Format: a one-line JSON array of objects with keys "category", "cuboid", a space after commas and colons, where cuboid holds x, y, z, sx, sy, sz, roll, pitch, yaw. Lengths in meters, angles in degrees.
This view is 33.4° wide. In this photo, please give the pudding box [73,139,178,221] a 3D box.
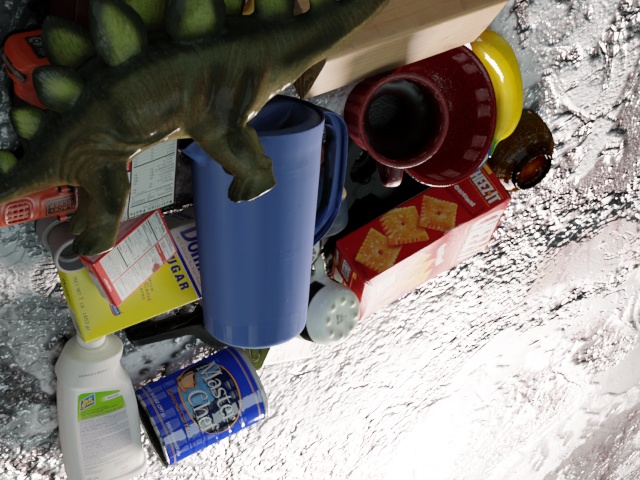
[{"category": "pudding box", "cuboid": [-0.175, -0.070, 0.962, 0.089, 0.039, 0.114, -23, 144, -31]}]

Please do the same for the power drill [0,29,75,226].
[{"category": "power drill", "cuboid": [-0.216, -0.102, 0.967, 0.184, 0.057, 0.188, -17, 138, -32]}]

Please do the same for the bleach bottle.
[{"category": "bleach bottle", "cuboid": [-0.253, 0.186, 1.236, 0.102, 0.068, 0.251, -18, 136, -27]}]

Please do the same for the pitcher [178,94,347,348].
[{"category": "pitcher", "cuboid": [-0.056, -0.021, 1.073, 0.149, 0.145, 0.243, 5, 116, 7]}]

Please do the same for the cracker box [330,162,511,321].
[{"category": "cracker box", "cuboid": [0.119, 0.006, 1.320, 0.213, 0.072, 0.164, -28, 162, -14]}]

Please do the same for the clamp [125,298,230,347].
[{"category": "clamp", "cuboid": [-0.130, 0.077, 1.239, 0.171, 0.039, 0.120, 5, 130, -35]}]

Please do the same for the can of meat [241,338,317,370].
[{"category": "can of meat", "cuboid": [-0.045, 0.109, 1.339, 0.083, 0.057, 0.102, -6, 132, -40]}]

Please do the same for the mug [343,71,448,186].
[{"category": "mug", "cuboid": [0.071, -0.113, 1.075, 0.093, 0.081, 0.117, -4, 103, -13]}]

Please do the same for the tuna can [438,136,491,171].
[{"category": "tuna can", "cuboid": [0.157, -0.115, 1.250, 0.086, 0.086, 0.033, -36, 145, -4]}]

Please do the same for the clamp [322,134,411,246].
[{"category": "clamp", "cuboid": [0.053, -0.070, 1.249, 0.164, 0.036, 0.210, -22, 144, -25]}]

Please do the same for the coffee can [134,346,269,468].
[{"category": "coffee can", "cuboid": [-0.147, 0.201, 1.308, 0.140, 0.103, 0.103, -24, 141, -19]}]

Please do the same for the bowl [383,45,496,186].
[{"category": "bowl", "cuboid": [0.119, -0.141, 1.181, 0.161, 0.055, 0.162, -3, 96, -34]}]

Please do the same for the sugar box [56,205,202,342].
[{"category": "sugar box", "cuboid": [-0.183, 0.032, 1.126, 0.176, 0.048, 0.093, -20, 118, -21]}]

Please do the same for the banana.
[{"category": "banana", "cuboid": [0.209, -0.184, 1.252, 0.069, 0.037, 0.198, -54, 146, -28]}]

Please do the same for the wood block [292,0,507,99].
[{"category": "wood block", "cuboid": [0.063, -0.221, 1.030, 0.205, 0.091, 0.090, -22, 170, -22]}]

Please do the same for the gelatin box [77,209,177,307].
[{"category": "gelatin box", "cuboid": [-0.188, 0.010, 1.049, 0.089, 0.030, 0.073, -45, 147, -21]}]
